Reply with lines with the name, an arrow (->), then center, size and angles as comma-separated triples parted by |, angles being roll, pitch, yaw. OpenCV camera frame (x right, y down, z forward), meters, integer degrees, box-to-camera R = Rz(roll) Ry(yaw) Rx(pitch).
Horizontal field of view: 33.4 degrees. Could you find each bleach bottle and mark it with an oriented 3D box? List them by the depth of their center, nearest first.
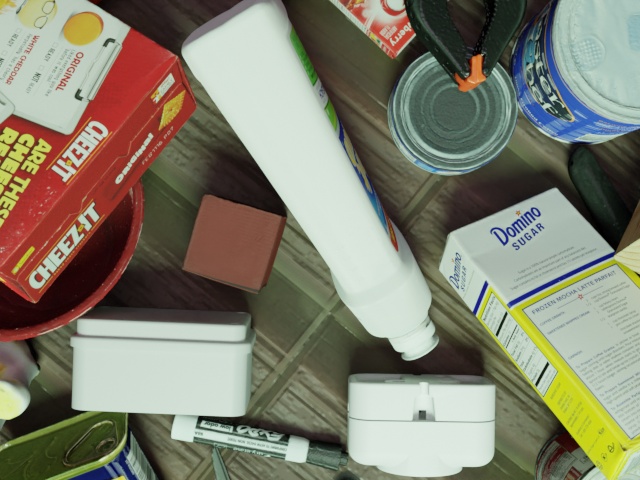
bleach bottle -> 0.004, -0.034, 0.686 | 0.068, 0.102, 0.251 | -29, 106, 7

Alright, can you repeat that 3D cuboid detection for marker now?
marker -> -0.040, 0.137, 0.726 | 0.121, 0.020, 0.020 | 11, 90, 0

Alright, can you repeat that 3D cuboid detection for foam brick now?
foam brick -> -0.055, 0.001, 0.697 | 0.053, 0.078, 0.051 | 17, 91, 0

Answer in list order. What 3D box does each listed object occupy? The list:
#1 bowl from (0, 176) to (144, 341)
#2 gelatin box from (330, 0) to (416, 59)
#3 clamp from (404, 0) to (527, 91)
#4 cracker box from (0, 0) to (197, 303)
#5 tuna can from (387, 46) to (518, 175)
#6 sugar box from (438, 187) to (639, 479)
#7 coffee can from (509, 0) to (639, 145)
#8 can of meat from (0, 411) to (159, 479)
bowl -> -0.186, -0.006, 0.693 | 0.162, 0.055, 0.162 | -3, 69, 7
gelatin box -> 0.054, -0.180, 0.720 | 0.073, 0.030, 0.089 | 43, 90, 0
clamp -> 0.101, -0.186, 0.687 | 0.120, 0.039, 0.171 | -13, 91, 2
cracker box -> -0.210, -0.088, 0.660 | 0.214, 0.072, 0.164 | 33, 77, 18
tuna can -> 0.089, -0.087, 0.718 | 0.086, 0.034, 0.086 | 0, 90, 0
sugar box -> 0.162, 0.053, 0.663 | 0.093, 0.048, 0.176 | -22, 55, -23
coffee can -> 0.181, -0.116, 0.665 | 0.103, 0.140, 0.103 | 0, 90, 0
can of meat -> -0.156, 0.166, 0.693 | 0.102, 0.057, 0.084 | -21, 118, 2
